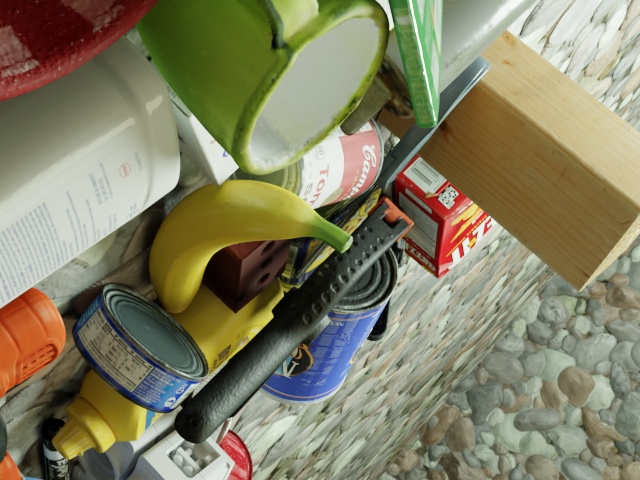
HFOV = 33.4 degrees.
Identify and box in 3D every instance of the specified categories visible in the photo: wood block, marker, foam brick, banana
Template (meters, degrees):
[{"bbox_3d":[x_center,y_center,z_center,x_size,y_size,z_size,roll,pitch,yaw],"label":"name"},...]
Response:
[{"bbox_3d":[0.157,-0.072,0.812,0.090,0.206,0.091,-31,157,-44],"label":"wood block"},{"bbox_3d":[-0.197,0.163,0.797,0.020,0.020,0.121,-38,161,-30],"label":"marker"},{"bbox_3d":[-0.055,0.001,0.722,0.053,0.051,0.078,-40,162,-26],"label":"foam brick"},{"bbox_3d":[-0.064,0.002,0.643,0.037,0.069,0.198,-39,-169,-36],"label":"banana"}]

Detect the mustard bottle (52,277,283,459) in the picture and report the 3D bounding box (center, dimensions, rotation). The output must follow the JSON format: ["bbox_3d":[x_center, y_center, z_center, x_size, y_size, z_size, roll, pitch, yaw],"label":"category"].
[{"bbox_3d":[-0.112,0.089,0.770,0.191,0.058,0.096,-39,167,-25],"label":"mustard bottle"}]

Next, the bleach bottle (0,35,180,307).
[{"bbox_3d":[-0.173,0.012,0.431,0.250,0.068,0.102,-39,162,-20],"label":"bleach bottle"}]

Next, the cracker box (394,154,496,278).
[{"bbox_3d":[0.154,-0.062,1.070,0.164,0.072,0.213,-44,164,-9],"label":"cracker box"}]

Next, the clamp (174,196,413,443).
[{"bbox_3d":[-0.018,0.056,0.728,0.210,0.036,0.164,-48,177,7],"label":"clamp"}]

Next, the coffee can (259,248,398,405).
[{"bbox_3d":[-0.006,0.058,0.889,0.102,0.103,0.140,-34,159,-39],"label":"coffee can"}]

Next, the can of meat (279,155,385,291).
[{"bbox_3d":[0.000,-0.022,0.799,0.102,0.057,0.084,-38,159,-32],"label":"can of meat"}]

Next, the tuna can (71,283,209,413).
[{"bbox_3d":[-0.113,0.068,0.671,0.034,0.086,0.086,-48,164,8],"label":"tuna can"}]

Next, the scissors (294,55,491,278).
[{"bbox_3d":[0.051,-0.055,0.723,0.201,0.016,0.096,-49,177,-10],"label":"scissors"}]

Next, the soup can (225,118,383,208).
[{"bbox_3d":[-0.013,-0.052,0.676,0.102,0.068,0.069,-20,148,-57],"label":"soup can"}]
